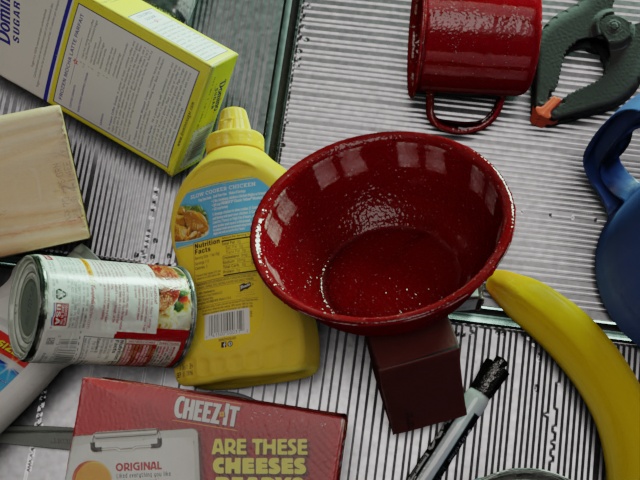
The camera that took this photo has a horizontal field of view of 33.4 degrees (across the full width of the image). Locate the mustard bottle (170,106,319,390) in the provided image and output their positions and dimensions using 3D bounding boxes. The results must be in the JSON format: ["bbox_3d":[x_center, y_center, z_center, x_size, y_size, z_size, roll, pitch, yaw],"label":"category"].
[{"bbox_3d":[-0.055,0.001,0.723,0.096,0.058,0.191,-11,74,23],"label":"mustard bottle"}]

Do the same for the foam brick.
[{"bbox_3d":[0.060,0.078,0.681,0.053,0.078,0.051,-15,48,-1],"label":"foam brick"}]

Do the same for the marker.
[{"bbox_3d":[0.088,0.128,0.704,0.020,0.020,0.121,34,80,11],"label":"marker"}]

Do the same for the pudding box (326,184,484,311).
[{"bbox_3d":[0.052,0.004,0.729,0.113,0.039,0.090,-4,76,5],"label":"pudding box"}]

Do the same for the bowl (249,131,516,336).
[{"bbox_3d":[0.040,0.005,0.660,0.162,0.055,0.162,-7,46,7],"label":"bowl"}]

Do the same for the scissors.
[{"bbox_3d":[-0.129,0.153,0.713,0.202,0.016,0.096,-13,80,5],"label":"scissors"}]

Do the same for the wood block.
[{"bbox_3d":[-0.262,-0.022,0.700,0.206,0.091,0.090,-13,93,-10],"label":"wood block"}]

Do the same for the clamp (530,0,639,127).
[{"bbox_3d":[0.216,-0.145,0.757,0.120,0.039,0.171,30,85,15],"label":"clamp"}]

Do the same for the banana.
[{"bbox_3d":[0.174,0.101,0.696,0.069,0.037,0.198,-19,75,-4],"label":"banana"}]

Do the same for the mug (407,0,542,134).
[{"bbox_3d":[0.104,-0.131,0.741,0.081,0.093,0.117,3,107,-1],"label":"mug"}]

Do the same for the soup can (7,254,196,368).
[{"bbox_3d":[-0.139,0.046,0.678,0.102,0.069,0.068,6,73,-31],"label":"soup can"}]

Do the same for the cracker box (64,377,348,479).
[{"bbox_3d":[-0.078,0.201,0.656,0.164,0.072,0.214,8,84,5],"label":"cracker box"}]

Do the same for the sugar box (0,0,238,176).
[{"bbox_3d":[-0.152,-0.129,0.749,0.176,0.048,0.093,32,122,12],"label":"sugar box"}]
